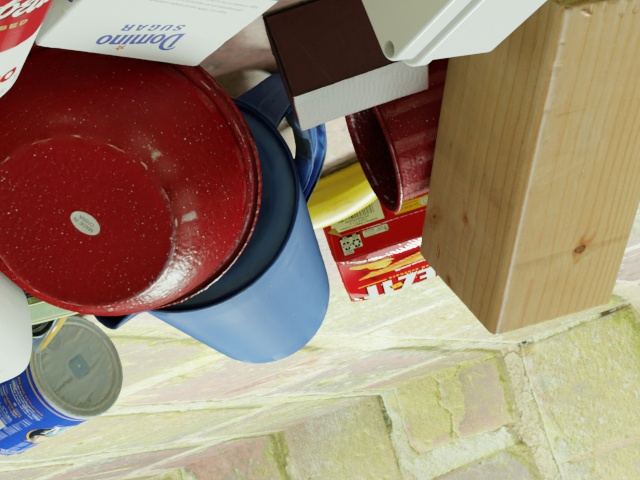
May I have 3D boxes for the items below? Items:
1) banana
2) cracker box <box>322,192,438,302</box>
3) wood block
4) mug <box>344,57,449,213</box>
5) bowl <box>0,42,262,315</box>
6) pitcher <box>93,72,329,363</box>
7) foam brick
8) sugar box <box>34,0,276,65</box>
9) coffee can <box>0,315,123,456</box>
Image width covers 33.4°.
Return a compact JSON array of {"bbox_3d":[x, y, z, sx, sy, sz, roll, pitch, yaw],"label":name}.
[{"bbox_3d":[-0.021,-0.031,0.850,0.198,0.037,0.069,-21,142,4],"label":"banana"},{"bbox_3d":[0.088,-0.011,0.978,0.164,0.072,0.213,-18,167,1],"label":"cracker box"},{"bbox_3d":[0.126,-0.060,0.601,0.090,0.090,0.206,-13,130,-22],"label":"wood block"},{"bbox_3d":[0.066,-0.074,0.694,0.081,0.093,0.117,-21,179,-9],"label":"mug"},{"bbox_3d":[-0.111,-0.020,0.524,0.162,0.162,0.055,-22,-155,15],"label":"bowl"},{"bbox_3d":[-0.055,0.001,0.710,0.149,0.145,0.243,-12,162,5],"label":"pitcher"},{"bbox_3d":[0.015,-0.103,0.583,0.078,0.051,0.053,-18,165,-1],"label":"foam brick"},{"bbox_3d":[-0.036,-0.132,0.426,0.177,0.048,0.093,-25,164,40],"label":"sugar box"},{"bbox_3d":[-0.278,0.145,1.053,0.141,0.103,0.102,-28,163,36],"label":"coffee can"}]
